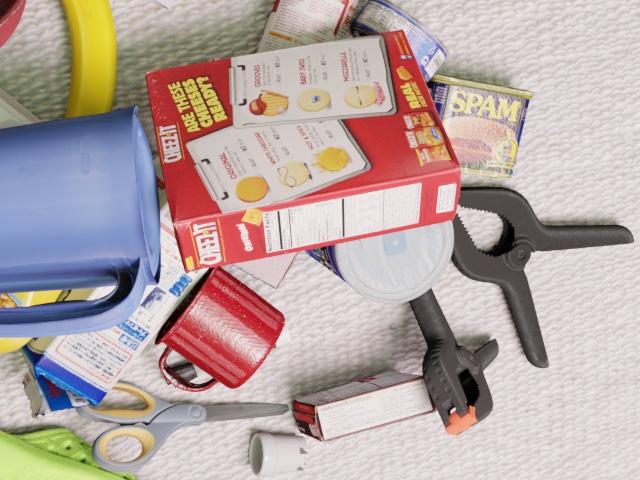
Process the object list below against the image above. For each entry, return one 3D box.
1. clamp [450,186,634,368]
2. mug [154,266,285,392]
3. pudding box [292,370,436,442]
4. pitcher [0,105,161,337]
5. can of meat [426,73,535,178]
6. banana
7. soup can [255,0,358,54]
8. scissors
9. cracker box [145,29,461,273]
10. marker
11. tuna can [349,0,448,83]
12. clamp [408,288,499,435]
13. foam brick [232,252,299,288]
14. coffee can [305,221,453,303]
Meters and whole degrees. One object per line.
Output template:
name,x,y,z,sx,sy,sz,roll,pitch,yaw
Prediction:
clamp,0.187,0.021,1.034,0.209,0.036,0.164,26,93,-18
mug,-0.092,0.084,0.932,0.081,0.093,0.117,37,101,-10
pudding box,0.038,0.153,0.989,0.113,0.090,0.039,-15,90,-15
pitcher,-0.238,-0.011,0.772,0.242,0.149,0.145,-7,102,-3
can of meat,0.137,-0.105,0.984,0.102,0.057,0.084,7,102,-17
banana,-0.200,-0.156,0.879,0.069,0.037,0.198,-17,110,-30
soup can,-0.011,-0.185,0.917,0.068,0.068,0.102,19,96,-19
scissors,-0.121,0.172,0.957,0.201,0.096,0.016,13,136,-17
cracker box,-0.017,-0.072,0.829,0.213,0.164,0.072,-11,142,-6
marker,-0.086,0.107,0.982,0.121,0.020,0.020,-21,106,-11
tuna can,0.068,-0.174,0.933,0.086,0.086,0.034,36,91,-20
clamp,0.131,0.117,0.984,0.120,0.171,0.039,30,124,-24
foam brick,-0.056,0.001,0.938,0.051,0.078,0.053,30,93,-22
coffee can,0.042,-0.011,0.930,0.102,0.140,0.103,-3,102,-16
